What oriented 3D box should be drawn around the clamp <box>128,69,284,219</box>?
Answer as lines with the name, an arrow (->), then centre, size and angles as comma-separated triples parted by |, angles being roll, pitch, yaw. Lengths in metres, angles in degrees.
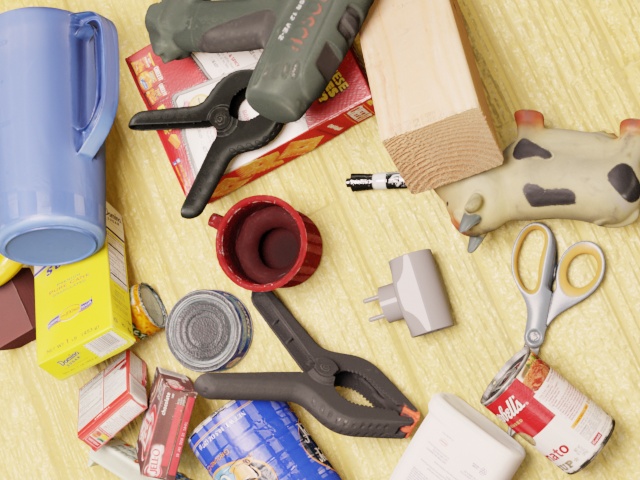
clamp -> -0.101, -0.116, 1.027 | 0.171, 0.039, 0.120 | -41, 82, 3

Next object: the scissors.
scissors -> 0.220, 0.083, 1.002 | 0.096, 0.016, 0.202 | -3, 85, 16

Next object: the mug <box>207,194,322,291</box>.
mug -> -0.057, 0.001, 1.057 | 0.117, 0.081, 0.093 | 21, 92, 17

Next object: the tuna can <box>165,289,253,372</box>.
tuna can -> -0.114, 0.092, 1.091 | 0.086, 0.033, 0.086 | -1, 85, 16

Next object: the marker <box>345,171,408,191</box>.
marker -> 0.084, -0.059, 1.052 | 0.121, 0.020, 0.020 | -2, 85, 16

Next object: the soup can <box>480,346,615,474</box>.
soup can -> 0.205, 0.153, 0.963 | 0.102, 0.068, 0.068 | 40, 97, 2

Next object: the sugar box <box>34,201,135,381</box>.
sugar box -> -0.244, 0.046, 1.088 | 0.093, 0.048, 0.176 | -27, 51, 13

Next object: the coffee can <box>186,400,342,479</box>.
coffee can -> -0.048, 0.221, 1.025 | 0.103, 0.102, 0.140 | -40, 76, 10

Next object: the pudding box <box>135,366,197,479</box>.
pudding box -> -0.154, 0.179, 1.056 | 0.039, 0.113, 0.090 | 16, 89, -11

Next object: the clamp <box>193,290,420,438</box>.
clamp -> -0.009, 0.136, 1.012 | 0.210, 0.164, 0.036 | 30, 127, 9

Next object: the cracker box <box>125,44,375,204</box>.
cracker box -> -0.067, -0.157, 1.079 | 0.214, 0.072, 0.164 | -27, 79, 12

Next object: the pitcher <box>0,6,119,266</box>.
pitcher -> -0.269, -0.106, 1.068 | 0.145, 0.149, 0.243 | -5, 66, -10

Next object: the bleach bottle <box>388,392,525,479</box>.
bleach bottle -> 0.084, 0.273, 1.004 | 0.103, 0.068, 0.251 | 37, 100, 25

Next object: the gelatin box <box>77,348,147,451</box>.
gelatin box -> -0.212, 0.162, 1.090 | 0.073, 0.089, 0.030 | -40, 115, 9

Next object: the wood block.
wood block -> 0.094, -0.158, 0.978 | 0.090, 0.090, 0.206 | -19, 54, 15

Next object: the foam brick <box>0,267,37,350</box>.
foam brick -> -0.331, 0.073, 1.149 | 0.053, 0.051, 0.078 | -28, 79, 12
